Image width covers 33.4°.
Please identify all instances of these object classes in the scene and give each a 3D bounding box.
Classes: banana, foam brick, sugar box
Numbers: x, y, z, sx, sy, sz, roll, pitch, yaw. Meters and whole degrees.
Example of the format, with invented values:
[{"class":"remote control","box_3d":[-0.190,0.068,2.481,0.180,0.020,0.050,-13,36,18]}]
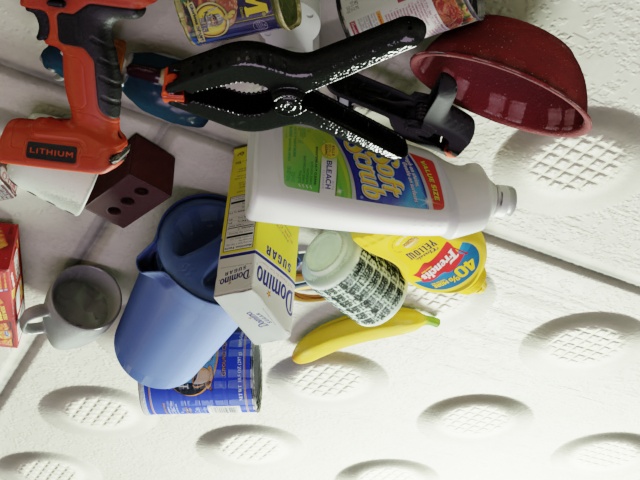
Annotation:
[{"class":"banana","box_3d":[0.044,0.115,1.302,0.198,0.037,0.069,-15,140,20]},{"class":"foam brick","box_3d":[-0.188,-0.058,1.055,0.078,0.051,0.052,-30,134,35]},{"class":"sugar box","box_3d":[-0.056,0.001,1.028,0.048,0.176,0.093,-13,142,18]}]

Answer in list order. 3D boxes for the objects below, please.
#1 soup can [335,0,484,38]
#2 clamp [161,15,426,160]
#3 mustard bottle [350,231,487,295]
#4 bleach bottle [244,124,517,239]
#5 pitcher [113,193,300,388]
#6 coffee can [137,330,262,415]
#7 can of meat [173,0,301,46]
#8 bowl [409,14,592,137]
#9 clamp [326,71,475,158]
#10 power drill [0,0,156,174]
[{"class":"soup can","box_3d":[0.072,-0.191,0.853,0.102,0.068,0.068,-17,141,24]},{"class":"clamp","box_3d":[-0.019,-0.125,0.840,0.210,0.036,0.165,6,148,-6]},{"class":"mustard bottle","box_3d":[0.121,0.008,1.134,0.096,0.058,0.191,-33,134,22]},{"class":"bleach bottle","box_3d":[0.058,-0.056,0.990,0.250,0.102,0.068,5,155,-10]},{"class":"pitcher","box_3d":[-0.136,0.066,1.167,0.149,0.144,0.243,32,141,-4]},{"class":"coffee can","box_3d":[-0.146,0.163,1.315,0.140,0.103,0.103,-2,144,3]},{"class":"can of meat","box_3d":[-0.069,-0.205,0.819,0.084,0.057,0.102,-8,108,17]},{"class":"bowl","box_3d":[0.159,-0.143,0.892,0.162,0.055,0.162,23,175,2]},{"class":"clamp","box_3d":[0.096,-0.113,0.945,0.120,0.039,0.171,14,175,40]},{"class":"power drill","box_3d":[-0.220,-0.153,0.852,0.184,0.057,0.188,8,112,5]}]
